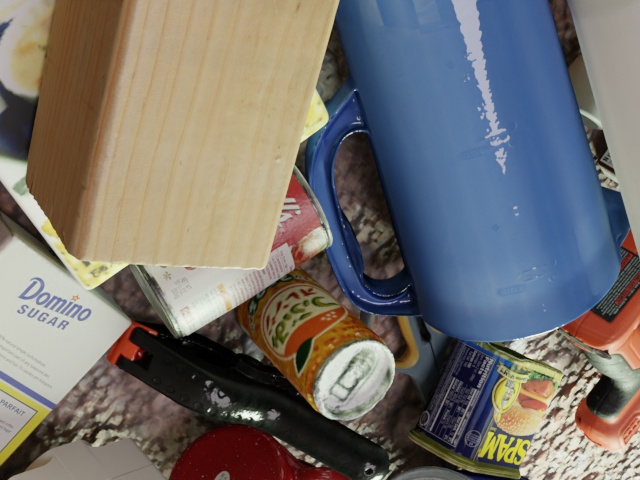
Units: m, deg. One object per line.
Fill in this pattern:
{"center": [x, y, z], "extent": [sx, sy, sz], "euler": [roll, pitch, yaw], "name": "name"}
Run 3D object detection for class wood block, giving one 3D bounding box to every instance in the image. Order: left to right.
{"center": [-0.054, -0.100, 0.444], "extent": [0.090, 0.091, 0.206], "euler": [4, 113, -31], "name": "wood block"}

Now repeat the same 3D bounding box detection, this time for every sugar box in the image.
{"center": [-0.195, 0.077, 0.567], "extent": [0.176, 0.048, 0.093], "euler": [-48, 130, -4], "name": "sugar box"}

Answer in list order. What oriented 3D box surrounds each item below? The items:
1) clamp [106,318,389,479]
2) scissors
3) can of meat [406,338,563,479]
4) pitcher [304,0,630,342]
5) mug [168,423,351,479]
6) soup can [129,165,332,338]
{"center": [-0.039, 0.093, 0.625], "extent": [0.171, 0.120, 0.039], "euler": [21, 94, -33], "name": "clamp"}
{"center": [0.088, 0.088, 0.760], "extent": [0.096, 0.016, 0.201], "euler": [-44, 133, -10], "name": "scissors"}
{"center": [0.118, 0.115, 0.751], "extent": [0.101, 0.058, 0.084], "euler": [23, 92, -51], "name": "can of meat"}
{"center": [0.075, -0.067, 0.611], "extent": [0.149, 0.145, 0.243], "euler": [-46, 128, -34], "name": "pitcher"}
{"center": [-0.032, 0.162, 0.656], "extent": [0.117, 0.093, 0.081], "euler": [-13, 145, 15], "name": "mug"}
{"center": [-0.054, 0.001, 0.597], "extent": [0.102, 0.069, 0.068], "euler": [-32, 126, -13], "name": "soup can"}
